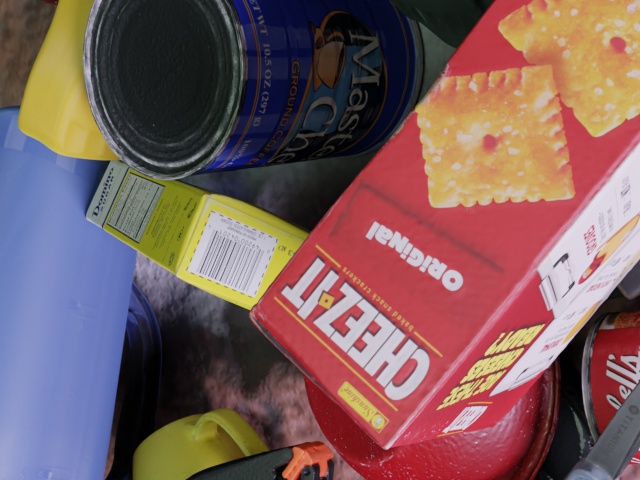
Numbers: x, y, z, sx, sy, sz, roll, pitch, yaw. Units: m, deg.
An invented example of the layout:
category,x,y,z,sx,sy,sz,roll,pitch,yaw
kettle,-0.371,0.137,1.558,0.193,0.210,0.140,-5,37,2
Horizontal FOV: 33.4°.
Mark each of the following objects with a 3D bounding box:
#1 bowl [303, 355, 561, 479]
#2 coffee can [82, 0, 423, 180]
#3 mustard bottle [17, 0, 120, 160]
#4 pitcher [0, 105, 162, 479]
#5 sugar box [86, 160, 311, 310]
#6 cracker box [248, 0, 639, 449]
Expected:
category,x,y,z,sx,sy,sz,roll,pitch,yaw
bowl,0.039,0.062,0.528,0.162,0.055,0.162,4,95,53
coffee can,-0.029,-0.087,0.526,0.103,0.140,0.103,8,103,37
mustard bottle,-0.091,-0.138,0.553,0.058,0.096,0.192,30,111,25
pitcher,-0.170,0.052,0.646,0.145,0.149,0.243,9,78,1
sugar box,-0.054,0.001,0.545,0.176,0.093,0.048,15,81,64
cracker box,0.089,-0.031,0.382,0.072,0.164,0.214,42,98,21
